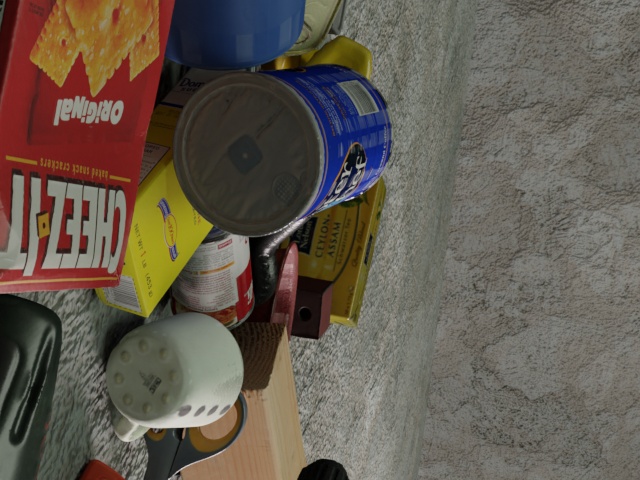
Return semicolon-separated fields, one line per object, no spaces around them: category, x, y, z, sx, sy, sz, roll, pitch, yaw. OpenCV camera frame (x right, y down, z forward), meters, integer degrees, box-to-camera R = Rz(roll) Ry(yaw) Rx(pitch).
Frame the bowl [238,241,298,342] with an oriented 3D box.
bowl;-0.062;0.077;1.007;0.162;0.055;0.162;9;89;-84

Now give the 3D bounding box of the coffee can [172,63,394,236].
coffee can;-0.021;-0.065;0.718;0.140;0.103;0.103;-27;126;-65

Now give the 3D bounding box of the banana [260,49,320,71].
banana;-0.022;-0.169;1.003;0.037;0.069;0.197;60;4;3

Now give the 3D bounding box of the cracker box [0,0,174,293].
cracker box;-0.136;-0.084;0.520;0.164;0.072;0.214;5;96;-77

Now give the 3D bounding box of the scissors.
scissors;-0.110;0.188;0.829;0.016;0.096;0.202;-19;115;-81

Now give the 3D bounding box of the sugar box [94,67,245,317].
sugar box;-0.100;-0.041;0.737;0.093;0.048;0.176;86;28;-43

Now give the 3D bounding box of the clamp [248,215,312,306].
clamp;-0.056;0.001;0.880;0.039;0.120;0.171;-23;132;-35

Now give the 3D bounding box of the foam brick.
foam brick;-0.031;0.067;1.113;0.051;0.078;0.053;-39;135;-71

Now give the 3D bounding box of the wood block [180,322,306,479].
wood block;-0.068;0.178;0.922;0.090;0.091;0.206;-74;161;-56

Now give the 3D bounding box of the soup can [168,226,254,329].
soup can;-0.088;0.014;0.826;0.102;0.068;0.068;89;17;-44

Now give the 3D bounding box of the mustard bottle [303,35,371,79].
mustard bottle;0.010;-0.130;0.968;0.096;0.058;0.191;-62;-179;6
